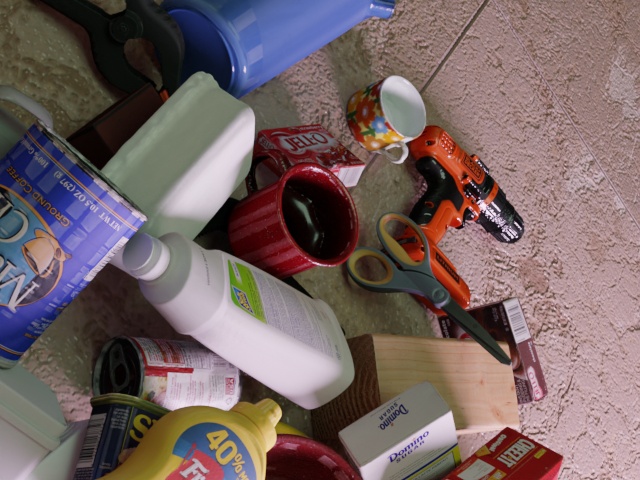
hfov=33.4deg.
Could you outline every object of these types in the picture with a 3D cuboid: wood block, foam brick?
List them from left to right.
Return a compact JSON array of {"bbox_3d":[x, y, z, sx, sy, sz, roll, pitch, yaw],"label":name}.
[{"bbox_3d":[-0.166,-0.086,0.896,0.051,0.053,0.078,56,47,-15],"label":"foam brick"},{"bbox_3d":[0.094,0.145,1.048,0.205,0.091,0.090,8,71,-43],"label":"wood block"}]

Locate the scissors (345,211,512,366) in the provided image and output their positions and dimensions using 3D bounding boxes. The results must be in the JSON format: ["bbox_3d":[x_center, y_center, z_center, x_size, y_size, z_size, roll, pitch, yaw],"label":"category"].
[{"bbox_3d":[0.097,0.059,1.055,0.202,0.096,0.016,61,-4,27],"label":"scissors"}]

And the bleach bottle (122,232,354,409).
[{"bbox_3d":[-0.067,0.053,0.851,0.250,0.068,0.103,38,21,-49],"label":"bleach bottle"}]

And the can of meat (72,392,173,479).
[{"bbox_3d":[-0.127,0.167,0.772,0.102,0.058,0.084,29,60,-34],"label":"can of meat"}]

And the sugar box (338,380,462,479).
[{"bbox_3d":[0.077,0.201,0.955,0.093,0.048,0.176,-30,141,-10],"label":"sugar box"}]

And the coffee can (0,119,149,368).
[{"bbox_3d":[-0.203,0.002,0.734,0.140,0.103,0.102,-48,116,-3],"label":"coffee can"}]

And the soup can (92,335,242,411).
[{"bbox_3d":[-0.122,0.113,0.860,0.102,0.069,0.068,10,70,-43],"label":"soup can"}]

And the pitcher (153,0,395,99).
[{"bbox_3d":[-0.054,-0.232,1.016,0.242,0.149,0.145,-43,123,-41],"label":"pitcher"}]

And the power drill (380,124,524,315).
[{"bbox_3d":[0.150,-0.011,1.183,0.184,0.057,0.187,42,48,-22],"label":"power drill"}]

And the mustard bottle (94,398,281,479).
[{"bbox_3d":[-0.092,0.169,0.725,0.191,0.058,0.096,-39,109,-41],"label":"mustard bottle"}]

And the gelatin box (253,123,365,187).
[{"bbox_3d":[-0.011,-0.081,1.037,0.089,0.030,0.073,-11,46,-47],"label":"gelatin box"}]

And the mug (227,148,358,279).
[{"bbox_3d":[-0.032,-0.023,0.932,0.093,0.082,0.117,-28,94,-45],"label":"mug"}]

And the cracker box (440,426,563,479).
[{"bbox_3d":[0.137,0.300,0.974,0.163,0.072,0.214,-24,130,-46],"label":"cracker box"}]

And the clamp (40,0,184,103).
[{"bbox_3d":[-0.161,-0.193,0.905,0.171,0.120,0.039,52,17,-24],"label":"clamp"}]

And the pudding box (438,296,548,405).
[{"bbox_3d":[0.185,0.124,1.147,0.039,0.090,0.113,-10,83,-48],"label":"pudding box"}]
